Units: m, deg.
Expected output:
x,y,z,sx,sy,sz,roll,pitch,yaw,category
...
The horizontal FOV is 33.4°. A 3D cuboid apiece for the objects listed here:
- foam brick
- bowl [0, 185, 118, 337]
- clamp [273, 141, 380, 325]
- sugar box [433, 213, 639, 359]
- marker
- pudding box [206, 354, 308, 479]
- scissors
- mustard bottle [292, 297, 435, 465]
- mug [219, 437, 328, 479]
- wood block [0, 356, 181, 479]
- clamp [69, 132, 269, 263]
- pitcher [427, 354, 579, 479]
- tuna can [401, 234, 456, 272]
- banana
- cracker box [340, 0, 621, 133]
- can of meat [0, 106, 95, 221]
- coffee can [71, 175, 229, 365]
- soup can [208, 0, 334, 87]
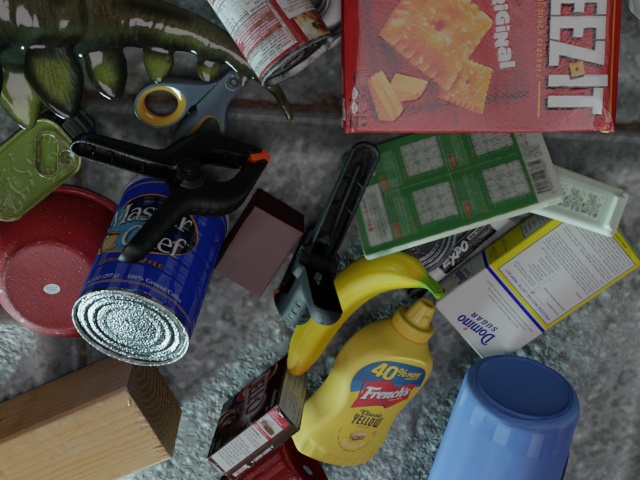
x,y,z,sx,sy,sz,roll,pitch,yaw,category
-0.056,0.001,0.991,0.053,0.051,0.078,31,110,-11,foam brick
-0.246,0.032,1.005,0.162,0.055,0.162,1,113,1,bowl
0.000,0.011,0.945,0.036,0.210,0.164,20,73,-9,clamp
0.202,0.033,1.005,0.176,0.048,0.093,-36,108,19,sugar box
0.128,0.014,1.010,0.020,0.020,0.121,42,107,-16,marker
-0.058,0.169,1.029,0.090,0.113,0.039,-40,104,15,pudding box
-0.093,-0.143,0.918,0.096,0.016,0.202,31,128,-8,scissors
0.054,0.132,1.030,0.096,0.058,0.192,16,118,-31,mustard bottle
-0.049,0.243,1.082,0.081,0.093,0.117,-39,71,11,mug
-0.252,0.195,1.056,0.206,0.090,0.091,-23,112,10,wood block
-0.126,-0.058,0.910,0.120,0.171,0.039,60,143,6,clamp
0.174,0.232,1.033,0.145,0.149,0.243,14,120,5,pitcher
0.082,-0.011,0.993,0.086,0.033,0.086,0,113,1,tuna can
0.029,0.058,0.984,0.037,0.069,0.198,19,141,-37,banana
0.123,-0.167,0.837,0.214,0.072,0.164,0,101,4,cracker box
-0.251,-0.075,0.943,0.102,0.084,0.057,-36,108,15,can of meat
-0.146,0.023,0.937,0.103,0.140,0.103,8,139,7,coffee can
-0.045,-0.181,0.837,0.068,0.068,0.102,-34,87,14,soup can
